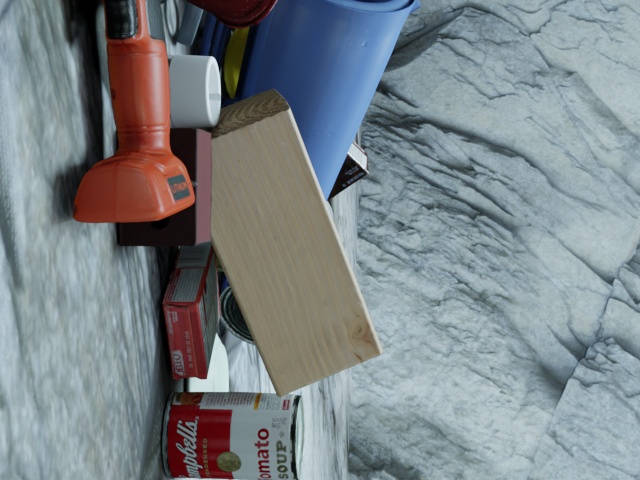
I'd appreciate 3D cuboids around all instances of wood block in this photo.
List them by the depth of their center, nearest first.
[{"bbox_3d":[-0.034,0.000,0.821,0.090,0.091,0.206,-121,-171,-70],"label":"wood block"}]

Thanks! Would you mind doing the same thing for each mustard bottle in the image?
[{"bbox_3d":[-0.058,-0.154,1.130,0.191,0.058,0.096,69,25,-75],"label":"mustard bottle"}]

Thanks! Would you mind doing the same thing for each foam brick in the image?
[{"bbox_3d":[-0.102,-0.036,0.707,0.051,0.053,0.078,-16,105,-84],"label":"foam brick"}]

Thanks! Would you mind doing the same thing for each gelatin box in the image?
[{"bbox_3d":[-0.101,0.055,0.841,0.089,0.030,0.073,-83,173,-57],"label":"gelatin box"}]

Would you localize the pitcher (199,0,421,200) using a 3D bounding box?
[{"bbox_3d":[-0.025,-0.137,0.957,0.144,0.149,0.243,-52,166,-54],"label":"pitcher"}]

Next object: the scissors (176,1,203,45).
[{"bbox_3d":[-0.082,-0.210,0.788,0.202,0.016,0.096,146,-43,-74],"label":"scissors"}]

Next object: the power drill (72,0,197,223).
[{"bbox_3d":[-0.110,-0.106,0.597,0.184,0.057,0.188,-48,138,-82],"label":"power drill"}]

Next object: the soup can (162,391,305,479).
[{"bbox_3d":[-0.066,0.152,0.830,0.068,0.102,0.068,1,90,-84],"label":"soup can"}]
